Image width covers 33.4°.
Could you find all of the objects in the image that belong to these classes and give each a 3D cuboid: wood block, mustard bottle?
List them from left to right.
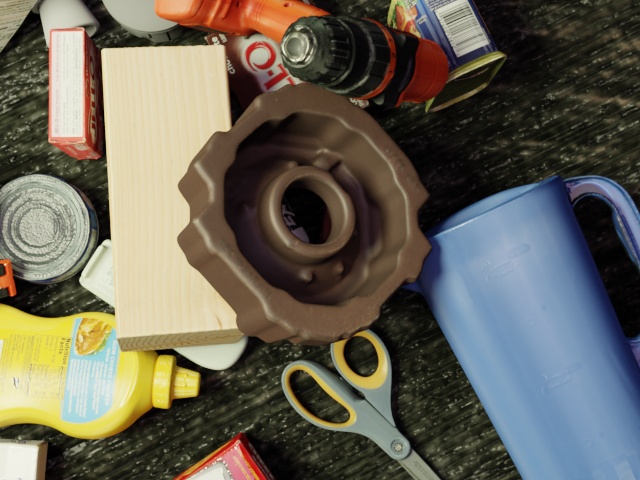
[{"bbox_3d":[-0.188,0.102,0.819,0.191,0.058,0.096,5,72,-1],"label":"mustard bottle"},{"bbox_3d":[-0.108,-0.029,0.779,0.090,0.090,0.206,-4,78,-9],"label":"wood block"}]

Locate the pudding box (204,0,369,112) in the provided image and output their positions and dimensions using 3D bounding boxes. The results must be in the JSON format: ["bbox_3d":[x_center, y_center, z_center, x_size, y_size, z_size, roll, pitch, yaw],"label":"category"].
[{"bbox_3d":[-0.026,-0.132,0.852,0.090,0.039,0.113,-29,86,-2],"label":"pudding box"}]

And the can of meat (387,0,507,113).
[{"bbox_3d":[0.094,-0.156,0.826,0.057,0.102,0.084,-25,84,-5],"label":"can of meat"}]

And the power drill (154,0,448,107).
[{"bbox_3d":[-0.022,-0.145,0.734,0.188,0.184,0.057,29,105,27],"label":"power drill"}]

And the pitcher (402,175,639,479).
[{"bbox_3d":[0.176,0.077,0.797,0.144,0.149,0.243,-26,90,-39],"label":"pitcher"}]

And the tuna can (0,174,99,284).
[{"bbox_3d":[-0.220,-0.009,0.840,0.086,0.034,0.086,0,85,-1],"label":"tuna can"}]

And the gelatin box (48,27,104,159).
[{"bbox_3d":[-0.189,-0.112,0.829,0.030,0.073,0.089,-2,85,-2],"label":"gelatin box"}]

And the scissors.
[{"bbox_3d":[0.065,0.142,0.844,0.202,0.016,0.096,31,85,1],"label":"scissors"}]
